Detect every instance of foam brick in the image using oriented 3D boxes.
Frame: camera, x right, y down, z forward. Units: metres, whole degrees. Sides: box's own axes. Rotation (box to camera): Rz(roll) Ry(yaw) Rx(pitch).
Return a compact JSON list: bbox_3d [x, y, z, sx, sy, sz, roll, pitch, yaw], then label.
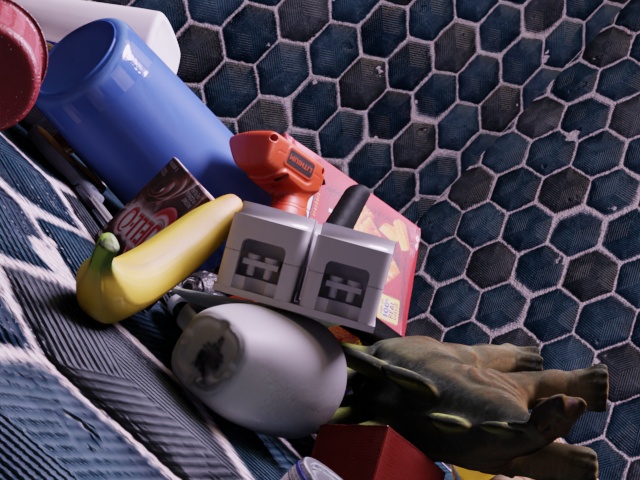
[{"bbox_3d":[0.033,0.153,0.665,0.053,0.051,0.078,-5,-35,37],"label":"foam brick"}]

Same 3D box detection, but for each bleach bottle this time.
[{"bbox_3d":[-0.277,-0.209,1.089,0.251,0.068,0.102,12,-19,10],"label":"bleach bottle"}]

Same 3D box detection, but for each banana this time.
[{"bbox_3d":[-0.100,0.013,0.653,0.037,0.070,0.197,50,18,2],"label":"banana"}]

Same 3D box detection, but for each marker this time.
[{"bbox_3d":[-0.116,0.042,0.839,0.020,0.020,0.121,44,1,-29],"label":"marker"}]

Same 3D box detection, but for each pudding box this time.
[{"bbox_3d":[-0.117,-0.007,0.790,0.039,0.090,0.114,47,-2,-24],"label":"pudding box"}]

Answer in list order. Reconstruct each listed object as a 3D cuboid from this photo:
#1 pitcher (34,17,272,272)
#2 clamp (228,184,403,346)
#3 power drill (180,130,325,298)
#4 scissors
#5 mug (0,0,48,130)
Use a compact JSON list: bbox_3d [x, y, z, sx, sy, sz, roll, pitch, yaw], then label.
[{"bbox_3d":[-0.158,-0.094,1.008,0.149,0.145,0.242,0,-35,37],"label":"pitcher"},{"bbox_3d":[0.003,0.047,0.941,0.209,0.036,0.164,-22,93,-50],"label":"clamp"},{"bbox_3d":[-0.056,0.001,0.958,0.057,0.187,0.184,-2,-18,29],"label":"power drill"},{"bbox_3d":[-0.198,-0.036,0.955,0.202,0.016,0.096,45,1,30],"label":"scissors"},{"bbox_3d":[-0.252,-0.126,0.756,0.117,0.093,0.081,11,18,-19],"label":"mug"}]
